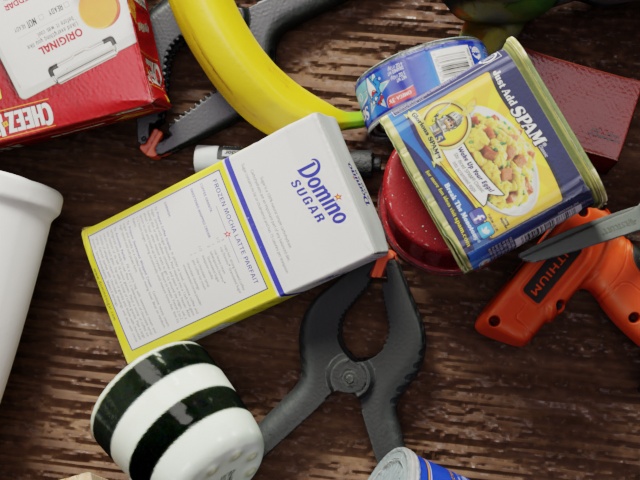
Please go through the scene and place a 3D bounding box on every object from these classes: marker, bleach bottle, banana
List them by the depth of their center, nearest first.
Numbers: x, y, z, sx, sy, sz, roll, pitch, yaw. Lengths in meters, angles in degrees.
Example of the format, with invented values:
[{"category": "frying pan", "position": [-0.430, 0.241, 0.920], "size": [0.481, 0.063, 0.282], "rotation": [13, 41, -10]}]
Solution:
[{"category": "bleach bottle", "position": [-0.229, 0.085, 0.650], "size": [0.103, 0.068, 0.251], "rotation": [0, 76, 40]}, {"category": "banana", "position": [-0.050, -0.128, 0.659], "size": [0.197, 0.037, 0.069], "rotation": [52, 59, -14]}, {"category": "marker", "position": [-0.021, -0.051, 0.690], "size": [0.121, 0.020, 0.020], "rotation": [2, 84, 6]}]

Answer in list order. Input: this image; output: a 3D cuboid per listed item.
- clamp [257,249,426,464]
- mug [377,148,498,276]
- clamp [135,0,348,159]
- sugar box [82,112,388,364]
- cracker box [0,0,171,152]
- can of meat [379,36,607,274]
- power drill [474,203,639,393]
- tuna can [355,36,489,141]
[{"category": "clamp", "position": [0.009, 0.088, 0.664], "size": [0.120, 0.039, 0.171], "rotation": [6, 88, 1]}, {"category": "mug", "position": [0.091, -0.027, 0.645], "size": [0.117, 0.081, 0.093], "rotation": [2, 84, 6]}, {"category": "clamp", "position": [-0.051, -0.142, 0.694], "size": [0.164, 0.036, 0.210], "rotation": [23, 90, 1]}, {"category": "sugar box", "position": [-0.054, 0.001, 0.656], "size": [0.176, 0.048, 0.093], "rotation": [-24, 83, 16]}, {"category": "cracker box", "position": [-0.197, -0.165, 0.648], "size": [0.164, 0.072, 0.214], "rotation": [-13, 92, 5]}, {"category": "can of meat", "position": [0.091, -0.043, 0.576], "size": [0.084, 0.057, 0.102], "rotation": [-29, 81, 4]}, {"category": "power drill", "position": [0.188, 0.080, 0.639], "size": [0.187, 0.057, 0.184], "rotation": [38, 85, 5]}, {"category": "tuna can", "position": [0.065, -0.092, 0.653], "size": [0.086, 0.086, 0.034], "rotation": [-18, 81, 3]}]
